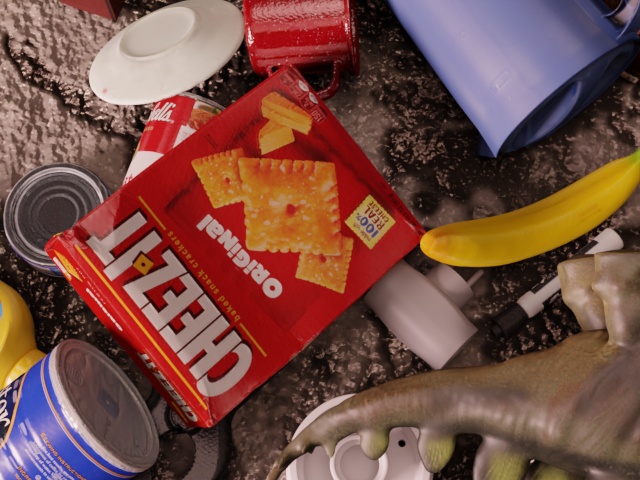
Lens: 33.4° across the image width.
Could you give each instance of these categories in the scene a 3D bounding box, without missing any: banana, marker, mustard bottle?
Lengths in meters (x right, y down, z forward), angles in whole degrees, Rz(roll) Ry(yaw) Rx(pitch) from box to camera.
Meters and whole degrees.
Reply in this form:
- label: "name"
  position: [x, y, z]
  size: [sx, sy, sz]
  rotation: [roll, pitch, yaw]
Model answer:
- label: "banana"
  position: [0.162, -0.020, 0.792]
  size: [0.197, 0.069, 0.037]
  rotation: [-25, 43, -12]
- label: "marker"
  position: [0.176, 0.033, 0.803]
  size: [0.121, 0.020, 0.020]
  rotation: [-37, 77, -7]
- label: "mustard bottle"
  position: [-0.272, 0.065, 0.793]
  size: [0.192, 0.058, 0.096]
  rotation: [30, 77, 10]

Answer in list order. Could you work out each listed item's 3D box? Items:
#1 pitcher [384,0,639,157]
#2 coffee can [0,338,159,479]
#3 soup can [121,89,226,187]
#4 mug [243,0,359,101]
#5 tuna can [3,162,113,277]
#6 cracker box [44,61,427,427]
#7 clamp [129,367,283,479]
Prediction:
- label: "pitcher"
  position: [0.122, -0.197, 0.799]
  size: [0.149, 0.145, 0.243]
  rotation: [-36, 78, -3]
- label: "coffee can"
  position: [-0.196, 0.148, 0.726]
  size: [0.140, 0.102, 0.103]
  rotation: [-36, 76, 10]
- label: "soup can"
  position: [-0.110, -0.054, 0.813]
  size: [0.068, 0.068, 0.102]
  rotation: [18, 77, 7]
- label: "mug"
  position: [-0.014, -0.159, 0.828]
  size: [0.081, 0.093, 0.117]
  rotation: [-4, 73, 6]
- label: "tuna can"
  position: [-0.199, -0.016, 0.824]
  size: [0.086, 0.034, 0.086]
  rotation: [-1, 75, 2]
- label: "cracker box"
  position: [-0.055, 0.001, 0.749]
  size: [0.213, 0.072, 0.164]
  rotation: [-40, 96, -22]
- label: "clamp"
  position: [-0.086, 0.126, 0.780]
  size: [0.120, 0.039, 0.171]
  rotation: [7, 75, 7]
